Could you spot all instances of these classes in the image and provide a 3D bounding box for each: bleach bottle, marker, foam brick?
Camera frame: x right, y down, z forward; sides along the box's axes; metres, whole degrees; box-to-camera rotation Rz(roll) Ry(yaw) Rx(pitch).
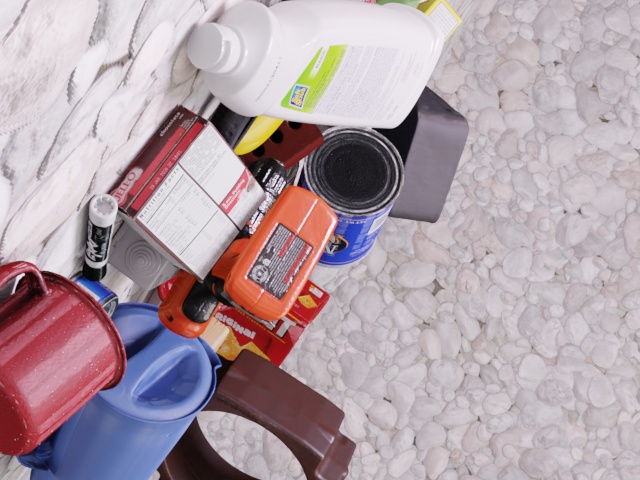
[{"bbox_3d":[-0.004,-0.135,0.772,0.250,0.068,0.103,-5,126,-58],"label":"bleach bottle"},{"bbox_3d":[-0.160,0.001,0.771,0.020,0.020,0.121,-52,177,-28],"label":"marker"},{"bbox_3d":[-0.041,-0.096,1.028,0.078,0.053,0.051,-37,176,-1],"label":"foam brick"}]

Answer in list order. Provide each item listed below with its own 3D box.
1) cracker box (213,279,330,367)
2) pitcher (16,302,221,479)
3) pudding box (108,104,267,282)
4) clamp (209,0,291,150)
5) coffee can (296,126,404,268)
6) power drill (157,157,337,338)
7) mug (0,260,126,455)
[{"bbox_3d":[-0.108,0.106,1.424,0.072,0.164,0.214,-54,178,-47],"label":"cracker box"},{"bbox_3d":[-0.212,0.182,1.036,0.243,0.149,0.145,-57,-172,39],"label":"pitcher"},{"bbox_3d":[-0.096,-0.032,0.790,0.090,0.039,0.113,-52,145,-10],"label":"pudding box"},{"bbox_3d":[-0.049,-0.130,0.847,0.171,0.039,0.120,-59,175,0],"label":"clamp"},{"bbox_3d":[0.023,-0.043,1.120,0.102,0.103,0.140,-53,173,-24],"label":"coffee can"},{"bbox_3d":[-0.056,0.001,0.900,0.184,0.057,0.188,-62,-162,-14],"label":"power drill"},{"bbox_3d":[-0.183,0.068,0.654,0.081,0.093,0.117,-44,140,-45],"label":"mug"}]
